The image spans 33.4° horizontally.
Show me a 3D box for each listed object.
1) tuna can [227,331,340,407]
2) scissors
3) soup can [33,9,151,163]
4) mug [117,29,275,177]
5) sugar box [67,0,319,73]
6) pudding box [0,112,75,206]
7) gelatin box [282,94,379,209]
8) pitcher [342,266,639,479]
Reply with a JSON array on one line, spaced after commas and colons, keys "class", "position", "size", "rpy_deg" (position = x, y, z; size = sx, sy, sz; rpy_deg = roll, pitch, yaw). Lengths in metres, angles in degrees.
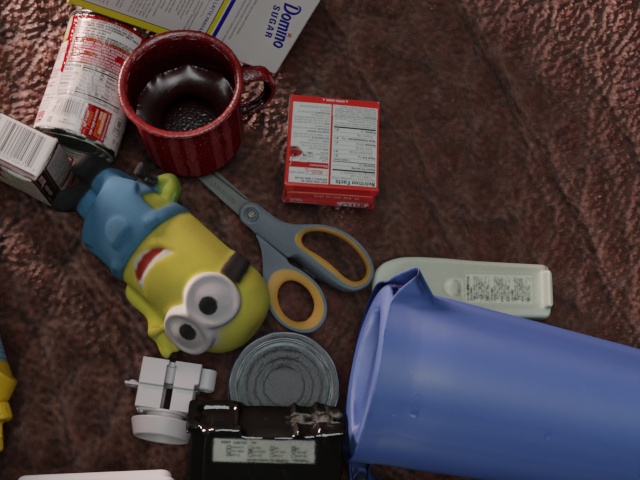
[{"class": "tuna can", "position": [-0.028, 0.112, 0.809], "size": [0.086, 0.034, 0.086], "rpy_deg": [1, 78, -3]}, {"class": "scissors", "position": [-0.056, 0.001, 0.840], "size": [0.202, 0.016, 0.096], "rpy_deg": [25, 87, 11]}, {"class": "soup can", "position": [-0.178, -0.119, 0.833], "size": [0.068, 0.068, 0.102], "rpy_deg": [15, 78, 0]}, {"class": "mug", "position": [-0.091, -0.104, 0.822], "size": [0.117, 0.081, 0.093], "rpy_deg": [-20, 68, -7]}, {"class": "sugar box", "position": [-0.093, -0.198, 0.811], "size": [0.176, 0.093, 0.048], "rpy_deg": [14, 41, -28]}, {"class": "pudding box", "position": [-0.248, -0.073, 0.807], "size": [0.113, 0.090, 0.039], "rpy_deg": [28, 79, 2]}, {"class": "gelatin box", "position": [0.009, -0.070, 0.843], "size": [0.073, 0.030, 0.089], "rpy_deg": [4, 61, -3]}, {"class": "pitcher", "position": [0.139, 0.126, 0.778], "size": [0.242, 0.149, 0.145], "rpy_deg": [12, 62, -4]}]
